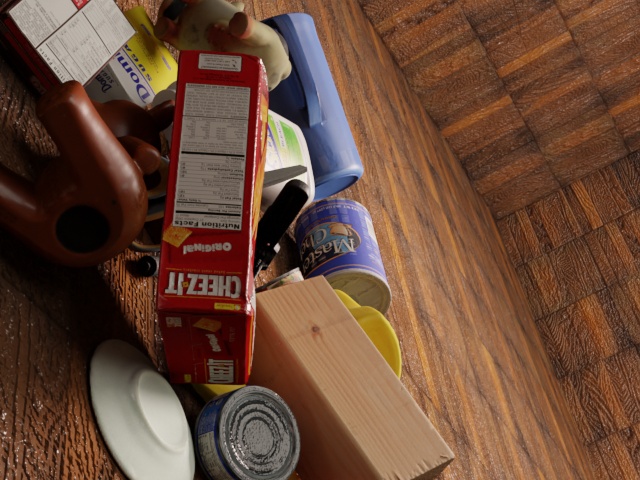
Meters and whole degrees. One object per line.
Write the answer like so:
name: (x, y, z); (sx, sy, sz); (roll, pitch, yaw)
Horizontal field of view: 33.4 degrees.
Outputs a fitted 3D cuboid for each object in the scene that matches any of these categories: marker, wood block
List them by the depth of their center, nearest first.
wood block: (0.010, 0.143, 0.941); (0.090, 0.090, 0.206); (-14, 59, -41)
marker: (-0.133, 0.022, 0.960); (0.020, 0.020, 0.121); (64, 15, 7)

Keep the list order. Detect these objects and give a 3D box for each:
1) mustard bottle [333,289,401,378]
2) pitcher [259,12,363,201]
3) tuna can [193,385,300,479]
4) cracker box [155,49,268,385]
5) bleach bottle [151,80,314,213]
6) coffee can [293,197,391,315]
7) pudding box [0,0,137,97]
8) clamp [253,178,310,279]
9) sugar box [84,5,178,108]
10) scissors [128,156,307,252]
mustard bottle: (0.024, 0.106, 1.179); (0.192, 0.058, 0.096); (-155, -130, -67)
pitcher: (-0.031, -0.183, 1.459); (0.149, 0.145, 0.243); (-4, 69, -58)
tuna can: (-0.058, 0.161, 0.861); (0.086, 0.034, 0.086); (19, 59, -36)
cracker box: (-0.080, -0.013, 0.828); (0.164, 0.072, 0.213); (98, -6, -65)
bleach bottle: (-0.086, -0.093, 1.034); (0.250, 0.068, 0.102); (19, 59, -67)
coffee can: (0.025, 0.029, 1.322); (0.102, 0.103, 0.140); (50, 19, -38)
pudding box: (-0.219, -0.180, 0.909); (0.090, 0.039, 0.113); (56, 45, -25)
clamp: (-0.057, 0.001, 1.049); (0.036, 0.165, 0.210); (33, 10, -4)
sugar box: (-0.193, -0.175, 1.053); (0.093, 0.048, 0.176); (59, 14, -13)
scissors: (-0.104, -0.059, 0.955); (0.201, 0.016, 0.096); (-35, 98, -33)
